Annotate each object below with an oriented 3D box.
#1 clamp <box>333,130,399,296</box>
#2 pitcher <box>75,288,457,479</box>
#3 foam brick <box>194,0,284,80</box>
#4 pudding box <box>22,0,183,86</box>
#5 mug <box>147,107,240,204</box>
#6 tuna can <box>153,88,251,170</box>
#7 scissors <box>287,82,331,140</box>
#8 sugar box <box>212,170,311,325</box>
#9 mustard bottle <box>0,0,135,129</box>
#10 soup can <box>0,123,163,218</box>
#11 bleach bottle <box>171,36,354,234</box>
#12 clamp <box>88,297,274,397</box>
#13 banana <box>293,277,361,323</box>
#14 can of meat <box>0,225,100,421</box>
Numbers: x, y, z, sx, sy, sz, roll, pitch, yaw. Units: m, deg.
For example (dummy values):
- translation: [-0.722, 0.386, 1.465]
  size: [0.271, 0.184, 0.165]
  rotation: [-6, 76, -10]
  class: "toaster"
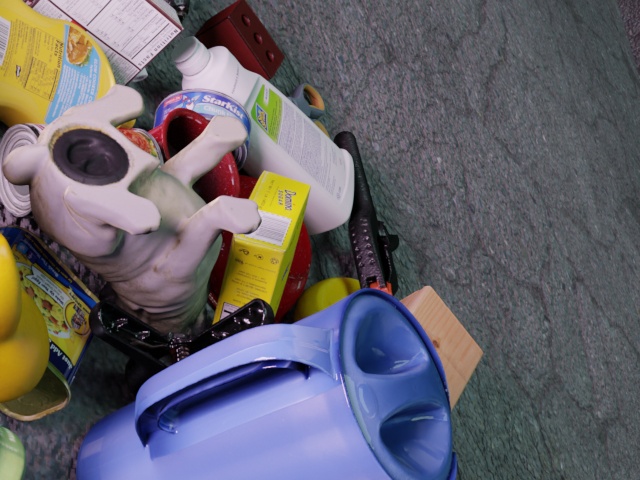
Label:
- translation: [0.050, -0.013, 1.125]
  size: [0.210, 0.036, 0.164]
  rotation: [-86, 154, -61]
  class: "clamp"
- translation: [-0.047, 0.127, 0.689]
  size: [0.149, 0.243, 0.144]
  rotation: [63, 28, -5]
  class: "pitcher"
- translation: [-0.082, -0.194, 1.084]
  size: [0.078, 0.051, 0.053]
  rotation: [54, 31, -21]
  class: "foam brick"
- translation: [-0.180, -0.178, 0.856]
  size: [0.113, 0.090, 0.039]
  rotation: [36, 18, -43]
  class: "pudding box"
- translation: [-0.120, -0.038, 0.864]
  size: [0.093, 0.082, 0.117]
  rotation: [-17, 84, -62]
  class: "mug"
- translation: [-0.104, -0.090, 0.930]
  size: [0.086, 0.086, 0.033]
  rotation: [40, 39, -39]
  class: "tuna can"
- translation: [-0.025, -0.125, 1.140]
  size: [0.096, 0.016, 0.201]
  rotation: [69, 19, -6]
  class: "scissors"
- translation: [-0.053, 0.044, 0.837]
  size: [0.048, 0.176, 0.093]
  rotation: [16, 37, 3]
  class: "sugar box"
- translation: [-0.209, -0.122, 0.797]
  size: [0.191, 0.058, 0.096]
  rotation: [25, 68, -52]
  class: "mustard bottle"
- translation: [-0.175, -0.050, 0.777]
  size: [0.102, 0.069, 0.068]
  rotation: [-3, 70, -47]
  class: "soup can"
- translation: [-0.056, -0.109, 1.022]
  size: [0.250, 0.068, 0.102]
  rotation: [45, 35, -44]
  class: "bleach bottle"
- translation: [-0.090, 0.083, 0.759]
  size: [0.171, 0.120, 0.039]
  rotation: [88, 4, -64]
  class: "clamp"
- translation: [0.011, 0.069, 1.032]
  size: [0.069, 0.037, 0.197]
  rotation: [36, 18, -3]
  class: "banana"
- translation: [-0.196, 0.051, 0.694]
  size: [0.102, 0.058, 0.084]
  rotation: [52, 29, -25]
  class: "can of meat"
